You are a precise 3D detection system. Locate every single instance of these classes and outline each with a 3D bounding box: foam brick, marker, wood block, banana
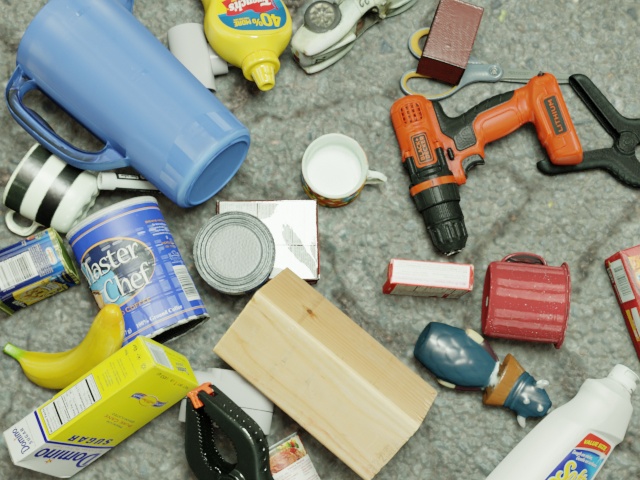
[{"bbox_3d":[0.144,-0.222,1.186,0.051,0.053,0.078,18,77,2],"label":"foam brick"},{"bbox_3d":[-0.180,-0.060,1.150,0.120,0.020,0.020,3,78,-30],"label":"marker"},{"bbox_3d":[0.007,0.134,1.094,0.206,0.090,0.090,40,115,5],"label":"wood block"},{"bbox_3d":[-0.250,0.115,1.083,0.069,0.198,0.037,46,43,-25],"label":"banana"}]

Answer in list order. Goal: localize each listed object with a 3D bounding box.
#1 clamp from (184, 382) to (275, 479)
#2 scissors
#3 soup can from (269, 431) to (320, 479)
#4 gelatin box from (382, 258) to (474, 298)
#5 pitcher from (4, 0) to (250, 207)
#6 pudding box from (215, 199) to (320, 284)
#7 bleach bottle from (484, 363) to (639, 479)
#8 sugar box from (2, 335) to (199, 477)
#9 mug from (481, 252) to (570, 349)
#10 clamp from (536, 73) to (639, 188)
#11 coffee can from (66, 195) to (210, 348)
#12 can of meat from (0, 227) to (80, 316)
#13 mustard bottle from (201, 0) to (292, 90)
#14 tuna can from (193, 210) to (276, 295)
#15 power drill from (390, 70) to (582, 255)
[{"bbox_3d":[-0.086,0.246,1.065,0.165,0.036,0.210,-31,87,31],"label":"clamp"},{"bbox_3d":[0.186,-0.208,1.220,0.201,0.016,0.096,-11,80,-5],"label":"scissors"},{"bbox_3d":[-0.029,0.258,1.096,0.068,0.068,0.102,-29,82,-7],"label":"soup can"},{"bbox_3d":[0.114,0.041,1.140,0.089,0.073,0.030,4,79,-2],"label":"gelatin box"},{"bbox_3d":[-0.200,-0.142,1.119,0.243,0.144,0.149,42,115,12],"label":"pitcher"},{"bbox_3d":[-0.058,0.002,1.159,0.113,0.039,0.090,0,80,-4],"label":"pudding box"},{"bbox_3d":[0.241,0.227,1.103,0.250,0.068,0.102,-49,124,-11],"label":"bleach bottle"},{"bbox_3d":[-0.218,0.170,1.068,0.176,0.093,0.048,-38,59,7],"label":"sugar box"},{"bbox_3d":[0.217,0.057,1.141,0.081,0.093,0.117,5,48,3],"label":"mug"},{"bbox_3d":[0.337,-0.117,1.197,0.171,0.039,0.120,13,89,1],"label":"clamp"},{"bbox_3d":[-0.190,0.039,1.113,0.102,0.103,0.140,-25,81,-7],"label":"coffee can"},{"bbox_3d":[-0.302,0.032,1.111,0.084,0.102,0.057,-24,81,-9],"label":"can of meat"},{"bbox_3d":[-0.083,-0.248,1.172,0.096,0.058,0.192,-6,65,-24],"label":"mustard bottle"},{"bbox_3d":[-0.089,0.014,1.116,0.086,0.034,0.086,0,80,-1],"label":"tuna can"},{"bbox_3d":[0.184,-0.092,1.163,0.187,0.057,0.184,-17,81,5],"label":"power drill"}]
